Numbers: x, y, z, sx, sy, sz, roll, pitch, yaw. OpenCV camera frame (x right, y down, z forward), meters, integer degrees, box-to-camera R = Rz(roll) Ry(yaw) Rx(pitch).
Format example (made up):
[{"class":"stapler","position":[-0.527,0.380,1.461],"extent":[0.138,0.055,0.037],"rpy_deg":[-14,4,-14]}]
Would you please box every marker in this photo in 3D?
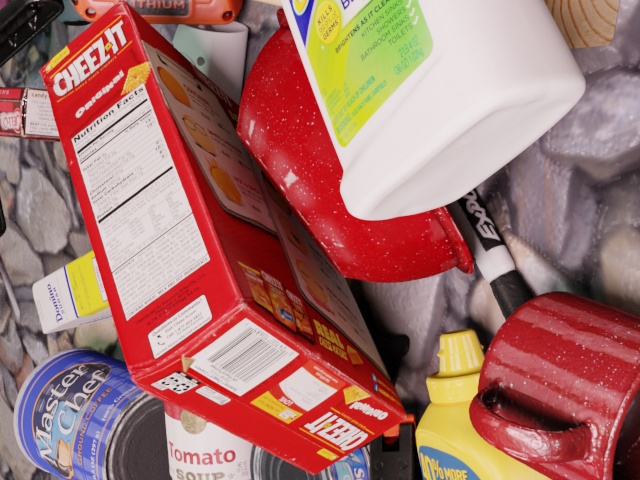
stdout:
[{"class":"marker","position":[0.079,-0.009,0.554],"extent":[0.020,0.020,0.121],"rpy_deg":[-44,66,46]}]

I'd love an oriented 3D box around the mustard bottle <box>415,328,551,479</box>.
[{"class":"mustard bottle","position":[0.088,0.140,0.548],"extent":[0.096,0.058,0.191],"rpy_deg":[170,89,-72]}]

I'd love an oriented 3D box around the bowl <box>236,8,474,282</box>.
[{"class":"bowl","position":[0.007,-0.034,0.531],"extent":[0.162,0.055,0.162],"rpy_deg":[54,179,1]}]

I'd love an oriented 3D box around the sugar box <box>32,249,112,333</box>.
[{"class":"sugar box","position":[-0.124,0.022,0.746],"extent":[0.177,0.093,0.048],"rpy_deg":[-19,84,50]}]

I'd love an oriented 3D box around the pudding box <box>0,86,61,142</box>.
[{"class":"pudding box","position":[-0.184,-0.089,0.772],"extent":[0.090,0.113,0.039],"rpy_deg":[12,100,49]}]

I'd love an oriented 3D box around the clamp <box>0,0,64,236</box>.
[{"class":"clamp","position":[-0.245,-0.097,0.727],"extent":[0.210,0.036,0.164],"rpy_deg":[20,98,47]}]

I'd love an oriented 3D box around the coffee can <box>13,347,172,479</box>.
[{"class":"coffee can","position":[-0.153,0.143,0.804],"extent":[0.141,0.102,0.103],"rpy_deg":[9,106,49]}]

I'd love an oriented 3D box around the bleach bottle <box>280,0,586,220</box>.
[{"class":"bleach bottle","position":[0.008,-0.141,0.429],"extent":[0.103,0.067,0.251],"rpy_deg":[-42,66,47]}]

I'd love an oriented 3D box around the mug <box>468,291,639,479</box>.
[{"class":"mug","position":[0.114,0.072,0.461],"extent":[0.082,0.117,0.093],"rpy_deg":[22,115,51]}]

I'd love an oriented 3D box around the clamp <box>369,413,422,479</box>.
[{"class":"clamp","position":[0.048,0.186,0.606],"extent":[0.120,0.039,0.171],"rpy_deg":[74,-165,-77]}]

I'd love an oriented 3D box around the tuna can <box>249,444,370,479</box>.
[{"class":"tuna can","position":[-0.007,0.150,0.681],"extent":[0.086,0.033,0.086],"rpy_deg":[7,100,48]}]

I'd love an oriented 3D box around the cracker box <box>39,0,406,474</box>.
[{"class":"cracker box","position":[-0.054,0.001,0.562],"extent":[0.072,0.164,0.214],"rpy_deg":[-35,53,12]}]

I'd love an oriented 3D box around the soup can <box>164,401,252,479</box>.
[{"class":"soup can","position":[-0.073,0.111,0.728],"extent":[0.069,0.068,0.102],"rpy_deg":[10,107,48]}]
